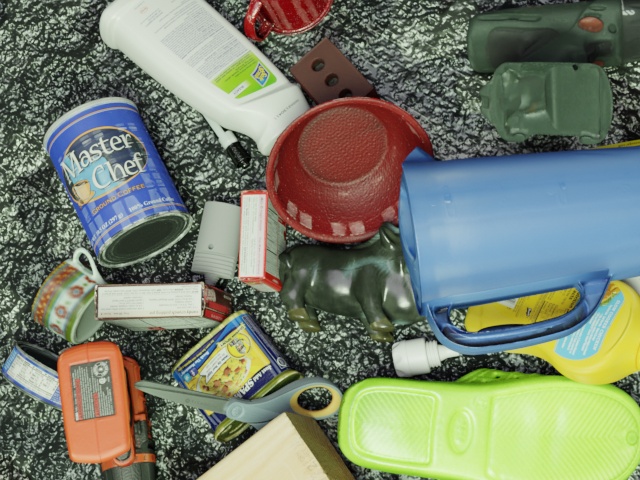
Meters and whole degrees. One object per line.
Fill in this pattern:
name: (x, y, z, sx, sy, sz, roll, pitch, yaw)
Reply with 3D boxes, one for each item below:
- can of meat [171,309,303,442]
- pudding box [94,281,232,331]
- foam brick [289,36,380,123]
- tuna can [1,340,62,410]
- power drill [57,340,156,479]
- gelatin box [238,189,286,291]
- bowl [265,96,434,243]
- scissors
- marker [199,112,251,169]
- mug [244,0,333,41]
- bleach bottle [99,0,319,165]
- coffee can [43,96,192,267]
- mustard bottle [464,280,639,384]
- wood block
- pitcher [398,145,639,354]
can of meat: (-0.082, 0.130, 1.033, 0.102, 0.057, 0.084, -41, 71, 2)
pudding box: (-0.152, 0.064, 1.045, 0.113, 0.090, 0.039, -4, 78, 12)
foam brick: (0.016, -0.153, 1.073, 0.053, 0.051, 0.078, -42, 73, 2)
tuna can: (-0.271, 0.135, 1.059, 0.086, 0.086, 0.034, 29, 87, 17)
power drill: (-0.189, 0.180, 0.976, 0.057, 0.188, 0.184, -11, 70, -6)
gelatin box: (-0.057, 0.001, 1.045, 0.030, 0.073, 0.089, -2, 78, 13)
bowl: (0.025, -0.077, 1.025, 0.162, 0.162, 0.055, -22, 36, 7)
scissors: (-0.061, 0.142, 0.979, 0.201, 0.016, 0.096, 34, 97, -24)
marker: (-0.109, -0.123, 1.111, 0.020, 0.020, 0.121, -36, 73, 3)
mug: (-0.045, -0.259, 1.093, 0.093, 0.081, 0.117, 31, 86, 17)
bleach bottle: (-0.103, -0.164, 1.085, 0.251, 0.068, 0.102, 43, 71, 11)
coffee can: (-0.204, -0.058, 1.076, 0.103, 0.102, 0.140, -30, 74, 5)
mustard bottle: (0.229, 0.074, 0.941, 0.192, 0.058, 0.096, 20, 71, 37)
wood block: (-0.074, 0.251, 0.946, 0.206, 0.090, 0.090, -39, 69, 6)
pitcher: (0.190, -0.005, 0.905, 0.243, 0.145, 0.149, -7, 112, 2)
